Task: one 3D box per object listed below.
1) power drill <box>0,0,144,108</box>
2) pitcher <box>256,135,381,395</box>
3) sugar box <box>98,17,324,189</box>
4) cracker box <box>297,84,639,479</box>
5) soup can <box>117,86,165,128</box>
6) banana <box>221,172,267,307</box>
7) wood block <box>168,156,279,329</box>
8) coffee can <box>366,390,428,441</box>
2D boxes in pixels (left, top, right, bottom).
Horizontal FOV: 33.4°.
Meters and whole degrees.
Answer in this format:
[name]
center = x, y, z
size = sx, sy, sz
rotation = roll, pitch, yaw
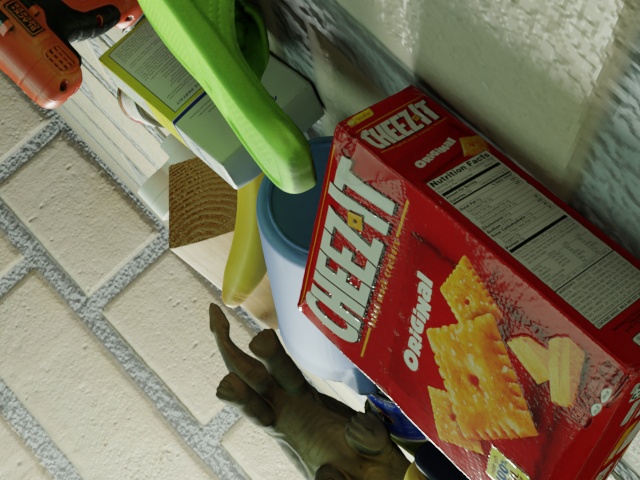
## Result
[power drill]
center = -0.239, -0.212, 0.894
size = 0.184, 0.187, 0.057
rotation = 48, 128, -8
[pitcher]
center = 0.015, 0.009, 0.855
size = 0.149, 0.145, 0.243
rotation = 32, 162, 18
[sugar box]
center = -0.087, -0.121, 0.835
size = 0.176, 0.093, 0.048
rotation = 42, 170, 33
[cracker box]
center = 0.086, 0.042, 0.605
size = 0.214, 0.072, 0.164
rotation = 42, 142, 26
[soup can]
center = -0.182, -0.160, 1.177
size = 0.068, 0.068, 0.102
rotation = 51, 170, -20
[banana]
center = -0.062, -0.041, 0.890
size = 0.070, 0.037, 0.198
rotation = -1, 100, 35
[wood block]
center = -0.056, 0.001, 1.028
size = 0.206, 0.090, 0.091
rotation = 46, -147, -54
[coffee can]
center = 0.089, 0.130, 1.043
size = 0.103, 0.102, 0.140
rotation = 43, 170, 25
